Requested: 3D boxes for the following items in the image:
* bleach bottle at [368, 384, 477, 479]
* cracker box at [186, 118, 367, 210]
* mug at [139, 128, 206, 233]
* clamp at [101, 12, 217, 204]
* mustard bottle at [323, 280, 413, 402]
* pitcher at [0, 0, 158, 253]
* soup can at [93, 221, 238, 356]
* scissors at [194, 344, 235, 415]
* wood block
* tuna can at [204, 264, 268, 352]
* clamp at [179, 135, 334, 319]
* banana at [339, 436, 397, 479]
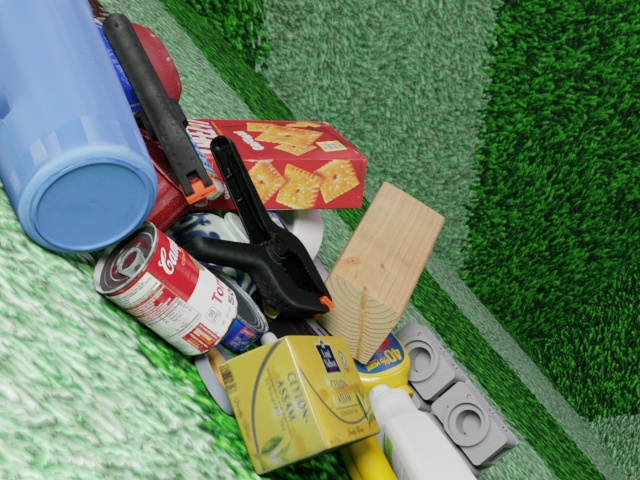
[{"bbox_3d":[0.100,0.222,1.081,0.251,0.068,0.102,-120,-156,-58],"label":"bleach bottle"},{"bbox_3d":[-0.072,-0.094,1.261,0.213,0.072,0.164,0,22,-17],"label":"cracker box"},{"bbox_3d":[-0.173,-0.051,0.974,0.117,0.081,0.093,47,9,-6],"label":"mug"},{"bbox_3d":[-0.139,-0.113,0.920,0.171,0.039,0.120,58,0,27],"label":"clamp"},{"bbox_3d":[0.049,0.132,1.249,0.096,0.058,0.192,-17,59,-36],"label":"mustard bottle"},{"bbox_3d":[-0.226,-0.107,0.861,0.145,0.149,0.243,78,-15,-50],"label":"pitcher"},{"bbox_3d":[-0.123,0.041,0.862,0.102,0.068,0.068,43,10,-34],"label":"soup can"},{"bbox_3d":[-0.096,0.090,0.950,0.096,0.016,0.202,43,10,-38],"label":"scissors"},{"bbox_3d":[0.065,0.033,1.243,0.090,0.091,0.205,32,38,0],"label":"wood block"},{"bbox_3d":[-0.091,0.066,1.019,0.086,0.034,0.086,46,9,-10],"label":"tuna can"},{"bbox_3d":[-0.057,0.001,1.073,0.209,0.036,0.164,42,37,-36],"label":"clamp"},{"bbox_3d":[0.055,0.225,1.015,0.069,0.037,0.198,42,10,-33],"label":"banana"}]
